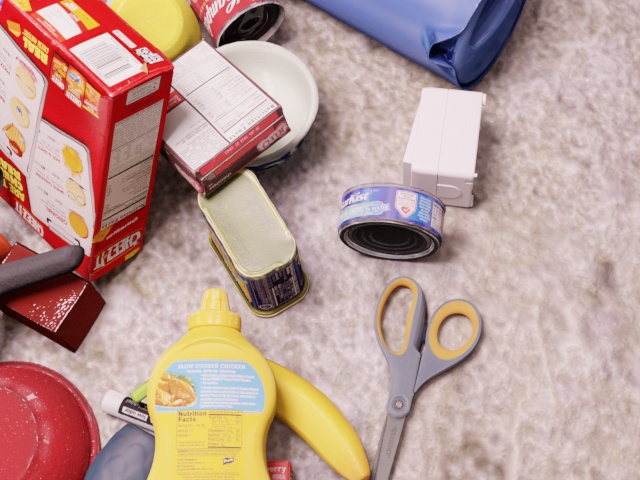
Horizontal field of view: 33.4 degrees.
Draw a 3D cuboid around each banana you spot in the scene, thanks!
[{"bbox_3d":[-0.046,0.128,0.838,0.198,0.037,0.069,18,75,11],"label":"banana"}]

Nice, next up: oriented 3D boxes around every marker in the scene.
[{"bbox_3d":[-0.116,0.148,0.844,0.121,0.020,0.020,19,69,12],"label":"marker"}]

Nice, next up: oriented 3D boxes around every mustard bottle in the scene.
[{"bbox_3d":[-0.080,0.129,0.788,0.096,0.058,0.191,0,70,-1],"label":"mustard bottle"}]

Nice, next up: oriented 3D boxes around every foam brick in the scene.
[{"bbox_3d":[-0.226,0.046,0.878,0.078,0.053,0.051,27,71,14],"label":"foam brick"}]

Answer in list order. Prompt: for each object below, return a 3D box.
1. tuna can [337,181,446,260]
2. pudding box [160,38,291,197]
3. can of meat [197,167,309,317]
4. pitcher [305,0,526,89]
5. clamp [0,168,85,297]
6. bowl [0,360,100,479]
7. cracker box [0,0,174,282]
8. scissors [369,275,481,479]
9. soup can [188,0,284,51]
[{"bbox_3d":[0.057,-0.014,0.864,0.086,0.086,0.033,6,69,7],"label":"tuna can"},{"bbox_3d":[-0.093,-0.100,0.857,0.090,0.039,0.114,-38,59,-12],"label":"pudding box"},{"bbox_3d":[-0.056,0.001,0.867,0.057,0.084,0.102,-30,68,-8],"label":"can of meat"},{"bbox_3d":[0.063,-0.247,0.950,0.243,0.149,0.145,30,96,19],"label":"pitcher"},{"bbox_3d":[-0.283,0.022,0.845,0.171,0.039,0.120,-37,62,-8],"label":"clamp"},{"bbox_3d":[-0.257,0.164,0.829,0.162,0.055,0.162,-2,66,4],"label":"bowl"},{"bbox_3d":[-0.203,-0.096,0.849,0.164,0.214,0.072,42,51,19],"label":"cracker box"},{"bbox_3d":[0.081,0.123,0.841,0.096,0.016,0.202,-1,67,4],"label":"scissors"},{"bbox_3d":[-0.086,-0.224,0.944,0.068,0.068,0.102,-30,74,-9],"label":"soup can"}]
